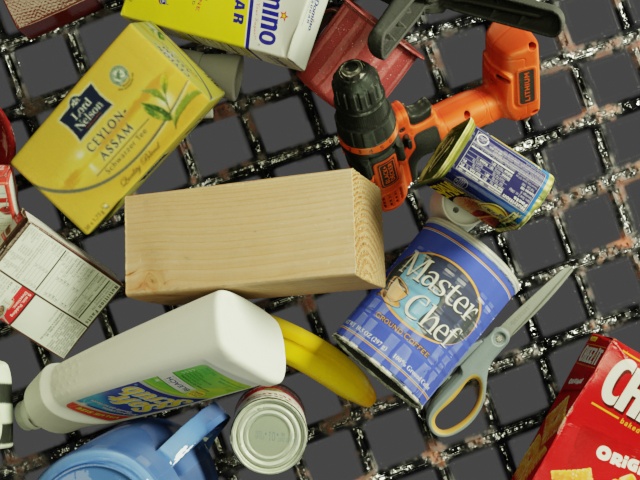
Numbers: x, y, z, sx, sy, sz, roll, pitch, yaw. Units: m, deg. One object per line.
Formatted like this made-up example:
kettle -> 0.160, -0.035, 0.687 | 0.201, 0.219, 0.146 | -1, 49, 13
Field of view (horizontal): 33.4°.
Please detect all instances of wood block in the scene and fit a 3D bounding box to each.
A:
wood block -> -0.056, 0.001, 0.919 | 0.206, 0.090, 0.091 | -6, 79, 18

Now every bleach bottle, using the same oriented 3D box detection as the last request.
bleach bottle -> -0.161, 0.121, 0.934 | 0.251, 0.102, 0.068 | -22, 55, 25

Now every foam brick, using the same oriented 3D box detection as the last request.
foam brick -> -0.246, -0.225, 0.972 | 0.078, 0.051, 0.053 | -23, 91, -2

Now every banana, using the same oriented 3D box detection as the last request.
banana -> -0.034, 0.099, 0.974 | 0.198, 0.070, 0.037 | 21, 62, -1

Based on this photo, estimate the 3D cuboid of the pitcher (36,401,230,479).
pitcher -> -0.153, 0.209, 0.876 | 0.145, 0.243, 0.149 | 0, 83, 0

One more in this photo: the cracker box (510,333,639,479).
cracker box -> 0.275, 0.218, 0.976 | 0.164, 0.072, 0.213 | 30, 88, -2

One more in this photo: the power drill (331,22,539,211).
power drill -> 0.100, -0.123, 0.933 | 0.187, 0.184, 0.057 | -29, 57, -6

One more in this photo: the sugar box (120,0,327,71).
sugar box -> -0.084, -0.218, 0.949 | 0.176, 0.048, 0.093 | 17, 88, 24

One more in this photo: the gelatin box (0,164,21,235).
gelatin box -> -0.307, -0.026, 0.955 | 0.073, 0.030, 0.089 | -2, 131, -2

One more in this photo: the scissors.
scissors -> 0.146, 0.088, 1.001 | 0.096, 0.016, 0.202 | 31, 88, -1

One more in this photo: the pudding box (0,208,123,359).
pudding box -> -0.248, 0.040, 0.954 | 0.113, 0.039, 0.090 | 40, 87, -33

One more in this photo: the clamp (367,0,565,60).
clamp -> 0.106, -0.214, 0.919 | 0.164, 0.210, 0.036 | -5, 126, -7

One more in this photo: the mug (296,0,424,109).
mug -> 0.026, -0.167, 0.965 | 0.081, 0.093, 0.117 | -52, 54, 13

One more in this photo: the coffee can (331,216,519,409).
coffee can -> 0.093, 0.064, 0.948 | 0.103, 0.103, 0.140 | 41, 82, -1

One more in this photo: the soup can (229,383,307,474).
soup can -> -0.046, 0.166, 0.950 | 0.068, 0.102, 0.068 | 0, 89, -2

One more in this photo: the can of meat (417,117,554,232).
can of meat -> 0.135, -0.051, 0.881 | 0.084, 0.102, 0.057 | 32, 86, -4
